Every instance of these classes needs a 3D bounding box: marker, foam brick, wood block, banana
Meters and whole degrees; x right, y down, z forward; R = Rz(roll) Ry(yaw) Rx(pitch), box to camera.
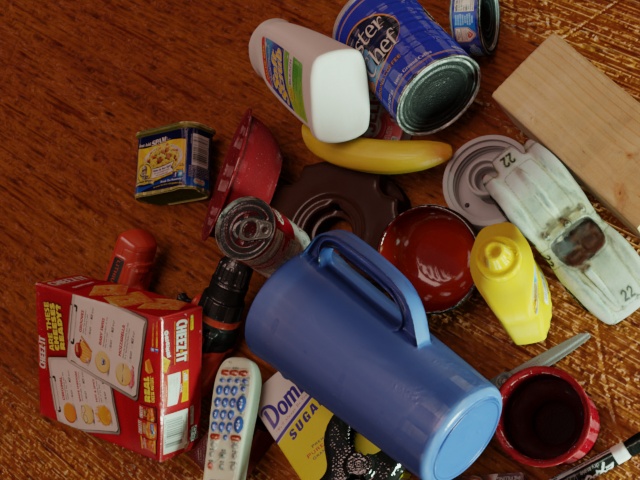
[{"bbox_3d":[0.264,0.215,1.019,0.121,0.020,0.020,-33,64,14],"label":"marker"},{"bbox_3d":[-0.094,0.224,1.173,0.053,0.051,0.078,39,94,28],"label":"foam brick"},{"bbox_3d":[0.280,-0.100,1.060,0.090,0.090,0.206,-46,61,7],"label":"wood block"},{"bbox_3d":[0.046,-0.104,1.156,0.198,0.037,0.069,22,64,35],"label":"banana"}]

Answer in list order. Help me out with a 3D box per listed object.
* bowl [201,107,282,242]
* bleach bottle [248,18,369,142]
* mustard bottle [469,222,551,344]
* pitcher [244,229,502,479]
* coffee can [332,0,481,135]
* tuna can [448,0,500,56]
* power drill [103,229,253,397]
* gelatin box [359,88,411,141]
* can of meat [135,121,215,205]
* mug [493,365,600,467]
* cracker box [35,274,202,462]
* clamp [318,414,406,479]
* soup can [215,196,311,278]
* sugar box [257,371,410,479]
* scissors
[{"bbox_3d":[-0.084,-0.067,1.219,0.055,0.162,0.162,19,83,-11],"label":"bowl"},{"bbox_3d":[-0.027,-0.190,1.207,0.251,0.068,0.102,-139,41,-60],"label":"bleach bottle"},{"bbox_3d":[0.179,0.035,1.011,0.058,0.191,0.096,-11,71,15],"label":"mustard bottle"},{"bbox_3d":[0.053,0.111,1.014,0.243,0.149,0.145,36,79,34],"label":"pitcher"},{"bbox_3d":[0.090,-0.194,1.137,0.103,0.102,0.140,-42,54,10],"label":"coffee can"},{"bbox_3d":[0.168,-0.243,1.159,0.034,0.086,0.086,2,76,25],"label":"tuna can"},{"bbox_3d":[-0.167,0.062,1.228,0.188,0.057,0.184,35,112,33],"label":"power drill"},{"bbox_3d":[0.074,-0.148,1.210,0.073,0.030,0.089,16,83,29],"label":"gelatin box"},{"bbox_3d":[-0.178,-0.091,1.296,0.102,0.057,0.084,-8,74,35],"label":"can of meat"},{"bbox_3d":[0.208,0.174,1.022,0.117,0.081,0.093,-15,70,22],"label":"mug"},{"bbox_3d":[-0.228,0.137,1.206,0.214,0.071,0.164,11,105,39],"label":"cracker box"},{"bbox_3d":[0.050,0.233,1.053,0.165,0.036,0.210,14,68,22],"label":"clamp"},{"bbox_3d":[-0.057,0.001,1.124,0.069,0.102,0.068,-7,71,22],"label":"soup can"},{"bbox_3d":[0.007,0.208,1.131,0.093,0.048,0.176,-42,64,6],"label":"sugar box"},{"bbox_3d":[0.170,0.136,1.089,0.202,0.016,0.096,-47,61,7],"label":"scissors"}]
